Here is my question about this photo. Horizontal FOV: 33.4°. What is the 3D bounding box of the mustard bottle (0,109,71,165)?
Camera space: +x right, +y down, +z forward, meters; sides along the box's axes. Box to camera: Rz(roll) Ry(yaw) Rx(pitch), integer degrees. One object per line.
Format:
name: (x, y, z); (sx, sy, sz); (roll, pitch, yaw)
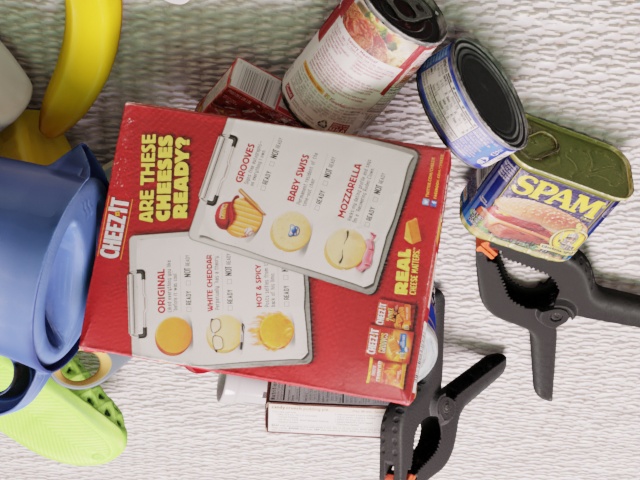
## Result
mustard bottle: (-0.267, -0.018, 0.824); (0.192, 0.058, 0.096); (-27, 82, 29)

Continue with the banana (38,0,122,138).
banana: (-0.166, -0.149, 0.712); (0.069, 0.037, 0.198); (-8, 140, -11)

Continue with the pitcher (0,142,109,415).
pitcher: (-0.269, 0.005, 0.707); (0.243, 0.149, 0.145); (14, 135, 8)

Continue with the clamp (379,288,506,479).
clamp: (0.103, 0.140, 0.912); (0.120, 0.171, 0.039); (31, 162, -30)

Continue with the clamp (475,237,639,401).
clamp: (0.192, 0.058, 0.895); (0.209, 0.036, 0.165); (33, 129, -23)

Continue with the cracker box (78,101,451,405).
cracker box: (-0.032, 0.009, 0.696); (0.214, 0.164, 0.072); (9, 173, 8)

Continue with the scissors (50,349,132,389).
scissors: (-0.153, 0.105, 0.949); (0.201, 0.096, 0.016); (23, 171, -15)

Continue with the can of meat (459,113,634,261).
can of meat: (0.164, -0.036, 0.789); (0.102, 0.057, 0.084); (18, 137, -12)

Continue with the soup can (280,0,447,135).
soup can: (0.027, -0.121, 0.707); (0.068, 0.068, 0.102); (26, 132, -20)

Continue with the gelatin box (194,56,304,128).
gelatin box: (-0.039, -0.084, 0.763); (0.089, 0.030, 0.073); (26, 149, -19)

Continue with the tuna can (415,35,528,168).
tuna can: (0.102, -0.092, 0.717); (0.034, 0.086, 0.086); (-30, 126, 32)

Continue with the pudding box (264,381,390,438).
pudding box: (0.009, 0.132, 0.946); (0.113, 0.090, 0.039); (1, 120, 2)
